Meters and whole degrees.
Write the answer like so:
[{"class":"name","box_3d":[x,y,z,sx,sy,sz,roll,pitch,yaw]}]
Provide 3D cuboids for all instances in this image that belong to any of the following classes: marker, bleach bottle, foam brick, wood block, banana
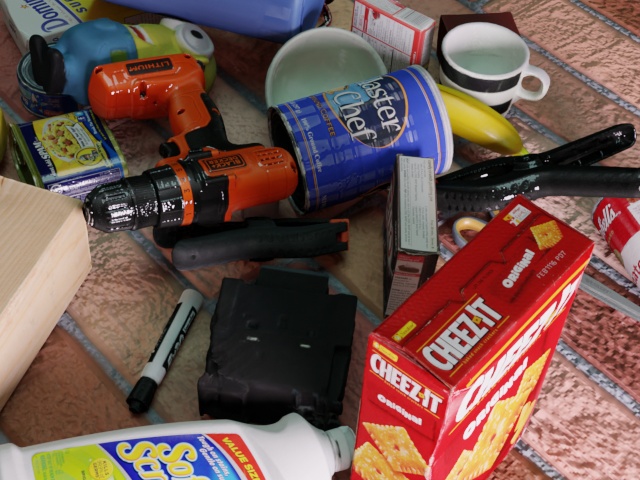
[{"class":"marker","box_3d":[-0.125,0.089,0.857,0.020,0.020,0.121,16,49,10]},{"class":"bleach bottle","box_3d":[-0.096,0.168,0.759,0.250,0.068,0.102,-11,58,-16]},{"class":"foam brick","box_3d":[0.165,-0.203,1.119,0.078,0.051,0.053,-3,49,-7]},{"class":"wood block","box_3d":[-0.268,0.056,0.830,0.091,0.090,0.206,16,48,9]},{"class":"banana","box_3d":[0.114,-0.123,1.035,0.198,0.069,0.037,27,65,18]}]

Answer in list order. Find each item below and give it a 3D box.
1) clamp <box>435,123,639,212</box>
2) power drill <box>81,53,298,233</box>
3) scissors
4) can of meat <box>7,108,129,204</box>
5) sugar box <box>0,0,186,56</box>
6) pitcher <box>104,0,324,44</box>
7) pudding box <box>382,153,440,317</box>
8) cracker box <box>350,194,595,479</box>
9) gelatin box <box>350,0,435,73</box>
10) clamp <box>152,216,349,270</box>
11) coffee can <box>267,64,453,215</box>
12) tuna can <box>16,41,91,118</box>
[{"class":"clamp","box_3d":[0.193,-0.055,0.949,0.210,0.036,0.164,-12,17,7]},{"class":"power drill","box_3d":[-0.135,-0.083,0.916,0.184,0.057,0.188,-12,47,-27]},{"class":"scissors","box_3d":[0.218,0.012,0.954,0.202,0.016,0.096,20,50,13]},{"class":"can of meat","box_3d":[-0.228,-0.070,0.968,0.083,0.057,0.102,-17,52,-21]},{"class":"sugar box","box_3d":[-0.241,-0.246,1.132,0.176,0.048,0.093,-20,52,-22]},{"class":"pitcher","box_3d":[-0.119,-0.274,1.033,0.243,0.145,0.149,18,39,8]},{"class":"pudding box","box_3d":[0.075,-0.003,0.907,0.039,0.090,0.113,3,48,-3]},{"class":"cracker box","box_3d":[0.099,0.099,0.733,0.072,0.214,0.164,34,54,23]},{"class":"gelatin box","box_3d":[0.073,-0.211,1.105,0.089,0.073,0.030,33,53,24]},{"class":"clamp","box_3d":[-0.056,0.001,0.900,0.171,0.039,0.120,-4,17,-7]},{"class":"coffee can","box_3d":[0.035,-0.091,0.960,0.140,0.103,0.103,-17,51,-12]},{"class":"tuna can","box_3d":[-0.257,-0.160,1.061,0.086,0.034,0.086,2,48,-2]}]
